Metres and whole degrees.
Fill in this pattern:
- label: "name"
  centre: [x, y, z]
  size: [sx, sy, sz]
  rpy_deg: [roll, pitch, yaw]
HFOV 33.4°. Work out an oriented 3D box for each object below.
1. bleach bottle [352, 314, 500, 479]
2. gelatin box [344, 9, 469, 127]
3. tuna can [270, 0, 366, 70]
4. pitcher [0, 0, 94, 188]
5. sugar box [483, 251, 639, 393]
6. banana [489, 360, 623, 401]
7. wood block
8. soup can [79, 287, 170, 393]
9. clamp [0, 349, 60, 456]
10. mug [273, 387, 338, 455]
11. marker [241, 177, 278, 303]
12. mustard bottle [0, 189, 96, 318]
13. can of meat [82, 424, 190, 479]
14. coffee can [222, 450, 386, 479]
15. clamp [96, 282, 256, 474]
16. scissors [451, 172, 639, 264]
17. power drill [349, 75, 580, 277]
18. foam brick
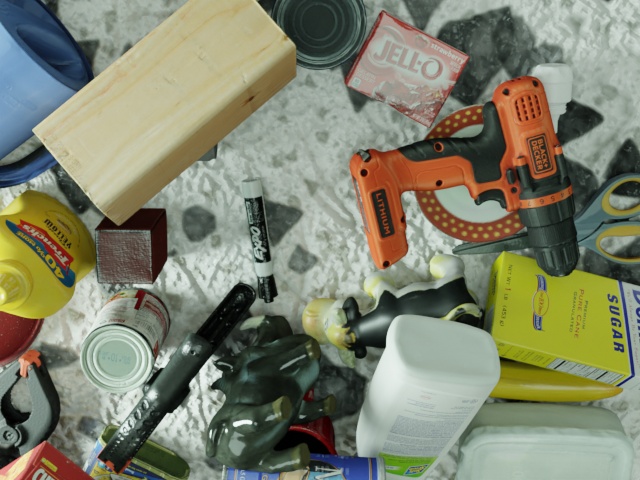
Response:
- label: "bleach bottle"
  centre: [0.073, 0.172, 0.981]
  size: [0.102, 0.068, 0.251]
  rpy_deg: [10, 136, -12]
- label: "gelatin box"
  centre: [0.076, -0.153, 0.954]
  size: [0.089, 0.030, 0.073]
  rpy_deg: [27, 104, -7]
- label: "tuna can"
  centre: [-0.001, -0.194, 0.942]
  size: [0.086, 0.033, 0.086]
  rpy_deg: [0, 106, 1]
- label: "pitcher"
  centre: [-0.318, -0.105, 0.931]
  size: [0.243, 0.145, 0.149]
  rpy_deg: [-37, 90, 14]
- label: "sugar box"
  centre: [0.242, 0.077, 0.987]
  size: [0.176, 0.048, 0.093]
  rpy_deg: [13, 65, -2]
- label: "banana"
  centre: [0.185, 0.133, 1.016]
  size: [0.197, 0.070, 0.037]
  rpy_deg: [8, 83, -13]
- label: "wood block"
  centre: [-0.126, -0.117, 0.900]
  size: [0.206, 0.091, 0.090]
  rpy_deg: [-41, 85, -6]
- label: "soup can"
  centre: [-0.180, 0.092, 0.989]
  size: [0.068, 0.102, 0.068]
  rpy_deg: [0, 106, 0]
- label: "clamp"
  centre: [-0.292, 0.193, 1.052]
  size: [0.120, 0.039, 0.172]
  rpy_deg: [22, 109, -7]
- label: "mug"
  centre: [-0.025, 0.192, 1.025]
  size: [0.093, 0.081, 0.117]
  rpy_deg: [9, 106, -2]
- label: "marker"
  centre: [-0.057, 0.001, 1.005]
  size: [0.020, 0.020, 0.121]
  rpy_deg: [-7, 105, 2]
- label: "mustard bottle"
  centre: [-0.252, 0.018, 0.922]
  size: [0.058, 0.191, 0.096]
  rpy_deg: [-38, 102, 10]
- label: "can of meat"
  centre: [-0.190, 0.242, 1.055]
  size: [0.102, 0.057, 0.084]
  rpy_deg: [27, 103, -6]
- label: "coffee can"
  centre: [-0.016, 0.238, 0.941]
  size: [0.140, 0.103, 0.103]
  rpy_deg: [4, 106, 0]
- label: "clamp"
  centre: [-0.139, 0.135, 0.966]
  size: [0.036, 0.164, 0.210]
  rpy_deg: [39, 101, 1]
- label: "scissors"
  centre: [0.229, -0.022, 0.997]
  size: [0.201, 0.016, 0.096]
  rpy_deg: [6, 104, -1]
- label: "power drill"
  centre: [0.130, -0.036, 0.945]
  size: [0.187, 0.057, 0.184]
  rpy_deg: [-17, 101, -3]
- label: "foam brick"
  centre: [-0.172, 0.004, 0.978]
  size: [0.053, 0.078, 0.051]
  rpy_deg: [0, 106, 3]
